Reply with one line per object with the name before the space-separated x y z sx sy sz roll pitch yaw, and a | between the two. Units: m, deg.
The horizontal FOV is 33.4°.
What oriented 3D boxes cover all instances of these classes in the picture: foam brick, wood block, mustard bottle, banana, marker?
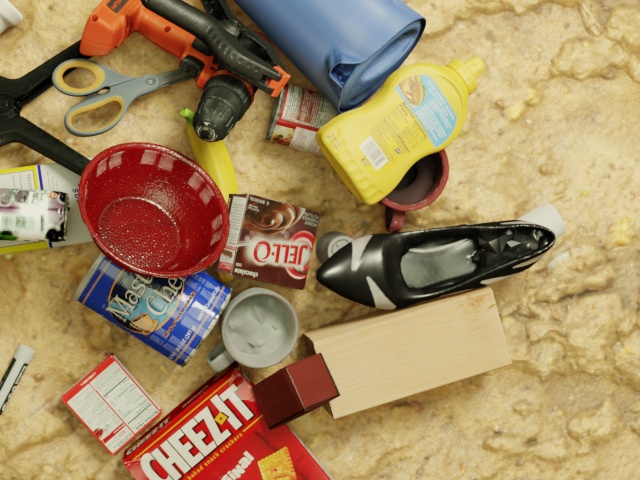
foam brick | -0.027 0.160 1.134 0.052 0.078 0.051 -18 78 -39
wood block | 0.094 0.121 1.194 0.206 0.090 0.091 -16 93 -7
mustard bottle | 0.095 -0.130 1.121 0.191 0.058 0.096 -38 105 -6
banana | -0.118 -0.055 1.177 0.037 0.069 0.198 -7 105 30
marker | -0.350 0.172 1.172 0.020 0.020 0.121 28 87 -7

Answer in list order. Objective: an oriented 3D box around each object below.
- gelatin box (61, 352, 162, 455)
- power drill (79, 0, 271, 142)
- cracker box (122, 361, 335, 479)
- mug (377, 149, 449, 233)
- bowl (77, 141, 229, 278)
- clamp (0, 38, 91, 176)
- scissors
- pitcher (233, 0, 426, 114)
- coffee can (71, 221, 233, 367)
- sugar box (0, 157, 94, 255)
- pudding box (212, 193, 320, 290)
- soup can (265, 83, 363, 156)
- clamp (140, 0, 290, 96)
gelatin box | -0.230 0.182 1.182 0.073 0.030 0.089 -41 96 -6
power drill | -0.154 -0.191 1.129 0.187 0.184 0.057 26 130 -4
cracker box | -0.089 0.267 1.181 0.164 0.072 0.213 -40 95 -6
mug | 0.088 -0.066 1.193 0.093 0.081 0.117 5 90 -8
bowl | -0.177 -0.021 1.096 0.162 0.055 0.162 16 53 -22
clamp | -0.332 -0.149 1.152 0.210 0.036 0.164 3 70 0
scissors | -0.204 -0.182 1.158 0.201 0.016 0.096 -39 89 -29
pitcher | -0.010 -0.263 1.145 0.145 0.149 0.243 -44 81 -9
coffee can | -0.180 0.057 1.150 0.140 0.103 0.103 34 87 -7
sugar box | -0.323 -0.033 1.159 0.176 0.048 0.093 -8 91 -11
pudding box | -0.058 0.001 1.170 0.113 0.039 0.090 14 86 -41
soup can | -0.003 -0.130 1.188 0.102 0.068 0.068 15 89 -8
clamp | -0.106 -0.213 1.101 0.171 0.120 0.039 46 128 22
